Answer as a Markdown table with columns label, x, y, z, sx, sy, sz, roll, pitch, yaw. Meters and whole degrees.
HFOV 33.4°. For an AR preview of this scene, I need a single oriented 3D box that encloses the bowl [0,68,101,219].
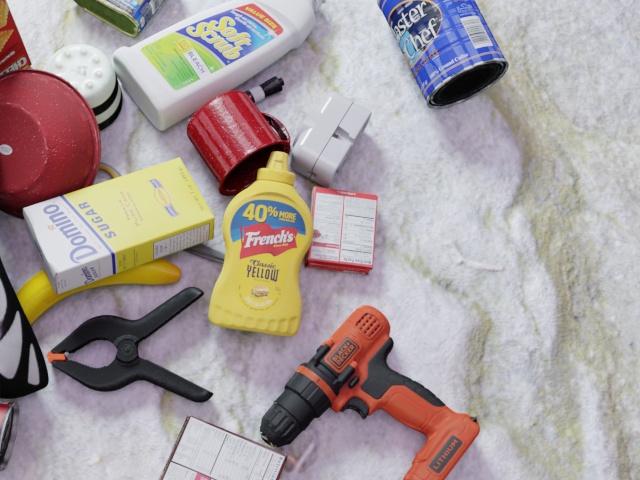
| label | x | y | z | sx | sy | sz | roll | pitch | yaw |
| --- | --- | --- | --- | --- | --- | --- | --- | --- | --- |
| bowl | -0.313 | -0.098 | 1.111 | 0.162 | 0.055 | 0.162 | 2 | 98 | 13 |

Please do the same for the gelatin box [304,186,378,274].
| label | x | y | z | sx | sy | sz | roll | pitch | yaw |
| --- | --- | --- | --- | --- | --- | --- | --- | --- | --- |
| gelatin box | 0.023 | -0.010 | 1.176 | 0.073 | 0.030 | 0.089 | 7 | 72 | -6 |

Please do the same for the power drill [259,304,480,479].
| label | x | y | z | sx | sy | sz | roll | pitch | yaw |
| --- | --- | --- | --- | --- | --- | --- | --- | --- | --- |
| power drill | 0.055 | 0.184 | 1.102 | 0.188 | 0.057 | 0.184 | 41 | 72 | 7 |

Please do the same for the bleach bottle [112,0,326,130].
| label | x | y | z | sx | sy | sz | roll | pitch | yaw |
| --- | --- | --- | --- | --- | --- | --- | --- | --- | --- |
| bleach bottle | -0.105 | -0.229 | 1.215 | 0.250 | 0.068 | 0.102 | -35 | 80 | -18 |

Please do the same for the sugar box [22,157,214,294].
| label | x | y | z | sx | sy | sz | roll | pitch | yaw |
| --- | --- | --- | --- | --- | --- | --- | --- | --- | --- |
| sugar box | -0.209 | -0.018 | 1.111 | 0.176 | 0.048 | 0.093 | -20 | 59 | -23 |

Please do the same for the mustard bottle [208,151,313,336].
| label | x | y | z | sx | sy | sz | roll | pitch | yaw |
| --- | --- | --- | --- | --- | --- | --- | --- | --- | --- |
| mustard bottle | -0.057 | 0.001 | 1.125 | 0.096 | 0.058 | 0.191 | 9 | 85 | -5 |

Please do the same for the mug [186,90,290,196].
| label | x | y | z | sx | sy | sz | roll | pitch | yaw |
| --- | --- | --- | --- | --- | --- | --- | --- | --- | --- |
| mug | -0.084 | -0.112 | 1.170 | 0.117 | 0.093 | 0.081 | -23 | 70 | -38 |

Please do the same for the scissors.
| label | x | y | z | sx | sy | sz | roll | pitch | yaw |
| --- | --- | --- | --- | --- | --- | --- | --- | --- | --- |
| scissors | -0.190 | -0.032 | 1.165 | 0.201 | 0.016 | 0.096 | 8 | 72 | -4 |

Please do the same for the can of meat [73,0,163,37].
| label | x | y | z | sx | sy | sz | roll | pitch | yaw |
| --- | --- | --- | --- | --- | --- | --- | --- | --- | --- |
| can of meat | -0.228 | -0.294 | 1.223 | 0.102 | 0.057 | 0.084 | 30 | 74 | 4 |

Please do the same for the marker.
| label | x | y | z | sx | sy | sz | roll | pitch | yaw |
| --- | --- | --- | --- | --- | --- | --- | --- | --- | --- |
| marker | -0.094 | -0.155 | 1.214 | 0.121 | 0.020 | 0.020 | -29 | 78 | -15 |

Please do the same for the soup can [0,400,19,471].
| label | x | y | z | sx | sy | sz | roll | pitch | yaw |
| --- | --- | --- | --- | --- | --- | --- | --- | --- | --- |
| soup can | -0.356 | 0.184 | 1.049 | 0.102 | 0.068 | 0.068 | 10 | 71 | -3 |

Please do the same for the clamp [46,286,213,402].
| label | x | y | z | sx | sy | sz | roll | pitch | yaw |
| --- | --- | --- | --- | --- | --- | --- | --- | --- | --- |
| clamp | -0.192 | 0.123 | 1.104 | 0.171 | 0.039 | 0.120 | -14 | 74 | -7 |

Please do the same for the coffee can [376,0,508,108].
| label | x | y | z | sx | sy | sz | roll | pitch | yaw |
| --- | --- | --- | --- | --- | --- | --- | --- | --- | --- |
| coffee can | 0.139 | -0.237 | 1.223 | 0.102 | 0.103 | 0.140 | -21 | 76 | -13 |

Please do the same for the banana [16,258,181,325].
| label | x | y | z | sx | sy | sz | roll | pitch | yaw |
| --- | --- | --- | --- | --- | --- | --- | --- | --- | --- |
| banana | -0.248 | 0.048 | 1.124 | 0.197 | 0.037 | 0.069 | -24 | 106 | -10 |

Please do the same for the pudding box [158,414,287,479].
| label | x | y | z | sx | sy | sz | roll | pitch | yaw |
| --- | --- | --- | --- | --- | --- | --- | --- | --- | --- |
| pudding box | -0.101 | 0.238 | 1.077 | 0.113 | 0.039 | 0.090 | 24 | 71 | -1 |
